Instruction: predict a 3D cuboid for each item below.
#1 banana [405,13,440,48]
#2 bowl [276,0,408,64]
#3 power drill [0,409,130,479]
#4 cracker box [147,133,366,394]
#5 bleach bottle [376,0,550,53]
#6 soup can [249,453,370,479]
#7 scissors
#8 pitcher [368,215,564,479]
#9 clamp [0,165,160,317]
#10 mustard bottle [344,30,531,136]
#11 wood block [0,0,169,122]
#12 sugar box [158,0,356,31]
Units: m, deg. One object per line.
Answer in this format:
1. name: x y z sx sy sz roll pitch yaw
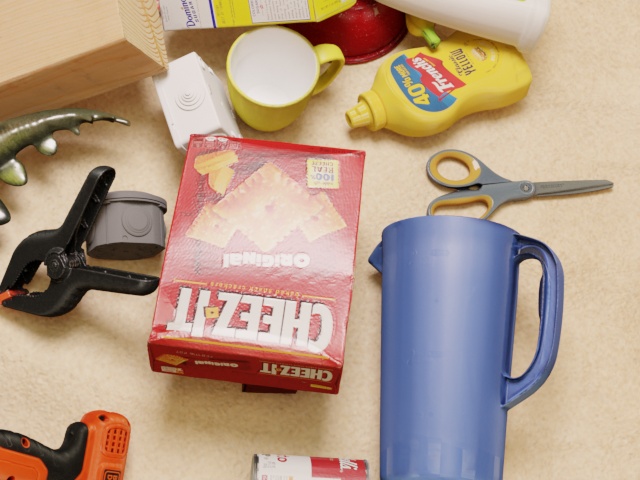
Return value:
1. banana: 0.147 -0.266 1.144 0.070 0.037 0.197 35 58 15
2. bowl: 0.027 -0.270 1.129 0.162 0.055 0.162 2 70 -7
3. power drill: -0.245 0.221 0.870 0.187 0.057 0.184 21 70 -44
4. cracker box: -0.051 0.015 0.933 0.164 0.072 0.213 7 61 1
5. bleach bottle: 0.102 -0.264 1.071 0.251 0.068 0.102 12 59 -2
6. soup can: -0.011 0.224 0.939 0.102 0.068 0.068 4 70 -5
7. scissors: 0.195 -0.067 1.097 0.201 0.016 0.096 -19 74 -13
8. pitcher: 0.123 0.105 0.964 0.144 0.149 0.243 10 72 -17
9. clamp: -0.218 0.026 0.951 0.172 0.039 0.120 -38 71 26
10. mustard bottle: 0.113 -0.157 1.097 0.191 0.058 0.096 -23 66 -14
11. wood block: -0.258 -0.180 0.996 0.206 0.090 0.091 -16 75 15
12. sugar box: -0.062 -0.238 1.045 0.176 0.048 0.093 5 24 27
